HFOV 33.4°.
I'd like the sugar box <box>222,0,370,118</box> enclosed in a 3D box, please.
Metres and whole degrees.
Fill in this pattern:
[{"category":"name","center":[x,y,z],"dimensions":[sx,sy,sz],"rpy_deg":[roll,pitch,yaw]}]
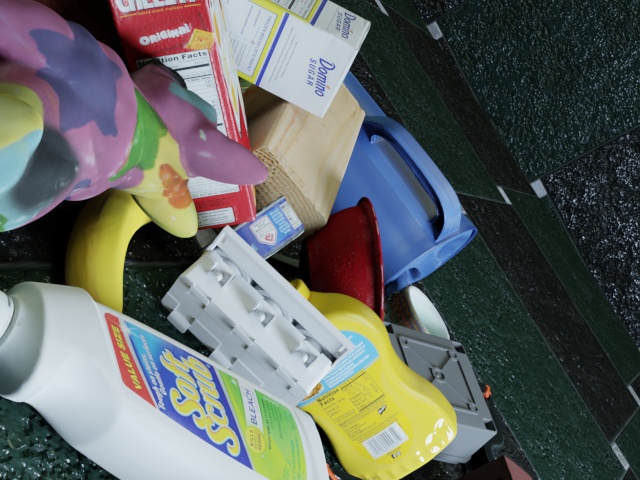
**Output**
[{"category":"sugar box","center":[-0.056,-0.180,0.885],"dimensions":[0.176,0.093,0.048],"rpy_deg":[25,53,-6]}]

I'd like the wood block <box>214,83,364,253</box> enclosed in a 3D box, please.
[{"category":"wood block","center":[-0.034,-0.081,0.967],"dimensions":[0.090,0.091,0.206],"rpy_deg":[51,29,-19]}]

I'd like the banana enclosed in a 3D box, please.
[{"category":"banana","center":[-0.138,0.003,0.709],"dimensions":[0.197,0.037,0.069],"rpy_deg":[-89,170,-56]}]

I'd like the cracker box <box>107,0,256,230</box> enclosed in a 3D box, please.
[{"category":"cracker box","center":[-0.102,-0.138,0.781],"dimensions":[0.164,0.072,0.214],"rpy_deg":[-100,180,-50]}]

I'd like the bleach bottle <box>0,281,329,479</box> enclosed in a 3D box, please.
[{"category":"bleach bottle","center":[-0.098,0.098,0.601],"dimensions":[0.250,0.068,0.102],"rpy_deg":[37,28,-38]}]

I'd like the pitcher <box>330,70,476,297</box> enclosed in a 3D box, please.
[{"category":"pitcher","center":[0.054,-0.070,1.155],"dimensions":[0.243,0.149,0.144],"rpy_deg":[56,17,12]}]

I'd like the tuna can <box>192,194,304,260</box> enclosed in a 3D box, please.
[{"category":"tuna can","center":[-0.055,0.001,0.835],"dimensions":[0.034,0.086,0.086],"rpy_deg":[57,18,-3]}]

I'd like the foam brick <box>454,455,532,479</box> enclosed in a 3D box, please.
[{"category":"foam brick","center":[0.153,0.241,0.963],"dimensions":[0.051,0.078,0.053],"rpy_deg":[45,21,-35]}]

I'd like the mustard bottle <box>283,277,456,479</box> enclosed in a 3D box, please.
[{"category":"mustard bottle","center":[0.015,0.099,0.827],"dimensions":[0.191,0.096,0.058],"rpy_deg":[51,19,-14]}]

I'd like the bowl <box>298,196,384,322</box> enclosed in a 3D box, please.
[{"category":"bowl","center":[0.013,0.043,0.912],"dimensions":[0.162,0.055,0.162],"rpy_deg":[179,-90,-82]}]
